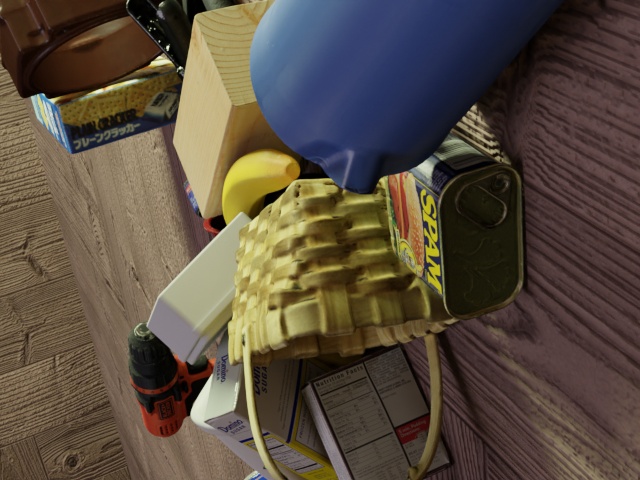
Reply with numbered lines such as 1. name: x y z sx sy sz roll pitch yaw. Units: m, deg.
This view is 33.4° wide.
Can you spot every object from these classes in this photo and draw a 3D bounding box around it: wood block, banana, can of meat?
1. wood block: -0.065 -0.111 0.937 0.206 0.090 0.091 117 134 -63
2. banana: -0.053 -0.036 0.909 0.070 0.037 0.198 36 157 9
3. can of meat: 0.083 -0.015 0.681 0.084 0.057 0.102 -133 30 -56

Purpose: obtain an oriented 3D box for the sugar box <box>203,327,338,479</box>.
1. sugar box: -0.018 0.150 0.930 0.048 0.176 0.093 -28 40 39

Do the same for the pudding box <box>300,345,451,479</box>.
1. pudding box: 0.047 0.155 0.895 0.113 0.090 0.039 66 160 13

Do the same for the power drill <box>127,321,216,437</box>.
1. power drill: -0.121 0.129 1.186 0.184 0.187 0.057 91 155 -49

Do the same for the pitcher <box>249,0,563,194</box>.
1. pitcher: 0.055 -0.143 0.548 0.149 0.144 0.243 53 156 4

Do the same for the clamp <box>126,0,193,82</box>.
1. clamp: -0.128 -0.174 1.049 0.171 0.039 0.120 58 172 -35
